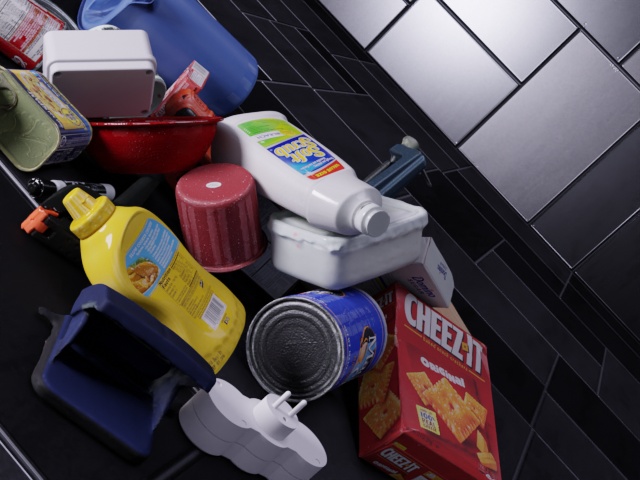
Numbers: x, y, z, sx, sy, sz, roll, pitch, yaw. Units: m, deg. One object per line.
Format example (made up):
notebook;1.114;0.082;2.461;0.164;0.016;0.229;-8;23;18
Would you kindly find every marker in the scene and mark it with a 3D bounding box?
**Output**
marker;-0.236;-0.047;1.010;0.020;0.020;0.121;50;17;15

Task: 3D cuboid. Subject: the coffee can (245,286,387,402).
coffee can;-0.001;0.101;1.081;0.103;0.103;0.140;49;17;12

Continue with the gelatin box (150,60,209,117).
gelatin box;-0.182;-0.190;1.386;0.030;0.073;0.089;40;18;-14

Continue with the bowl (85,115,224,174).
bowl;-0.181;-0.101;1.120;0.162;0.162;0.055;-31;122;-73

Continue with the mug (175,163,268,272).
mug;-0.109;-0.032;1.107;0.117;0.093;0.081;46;-31;48

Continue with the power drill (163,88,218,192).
power drill;-0.125;-0.083;1.290;0.184;0.057;0.187;49;14;-22

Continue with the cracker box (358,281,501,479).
cracker box;0.119;0.172;1.173;0.164;0.072;0.213;36;35;-28

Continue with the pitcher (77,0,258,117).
pitcher;-0.207;-0.277;1.466;0.242;0.145;0.149;37;30;-39

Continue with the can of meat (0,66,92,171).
can of meat;-0.275;-0.117;1.016;0.102;0.057;0.084;47;14;2

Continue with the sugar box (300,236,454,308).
sugar box;0.060;0.036;1.245;0.093;0.176;0.048;57;41;-46

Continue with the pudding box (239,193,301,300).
pudding box;-0.058;0.001;1.203;0.113;0.090;0.039;43;18;-12

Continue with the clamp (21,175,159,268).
clamp;-0.192;-0.013;0.995;0.209;0.036;0.165;19;36;-52

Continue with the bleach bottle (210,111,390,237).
bleach bottle;-0.011;-0.065;1.109;0.102;0.068;0.251;-11;29;-35

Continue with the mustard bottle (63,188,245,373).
mustard bottle;-0.148;0.029;0.916;0.191;0.058;0.096;49;37;-21

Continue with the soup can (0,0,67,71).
soup can;-0.332;-0.236;1.139;0.102;0.069;0.068;37;19;-27
